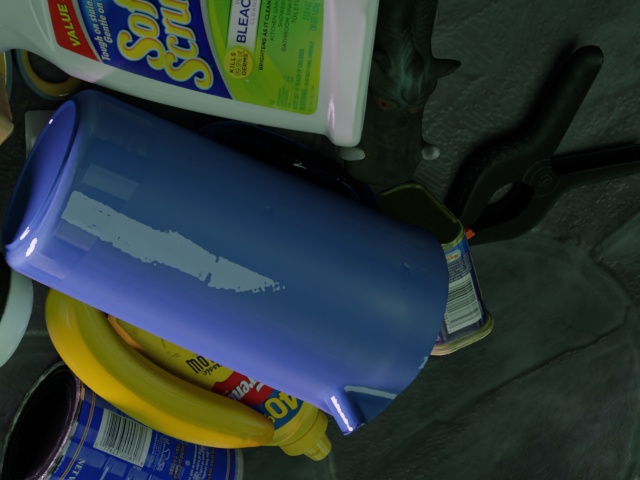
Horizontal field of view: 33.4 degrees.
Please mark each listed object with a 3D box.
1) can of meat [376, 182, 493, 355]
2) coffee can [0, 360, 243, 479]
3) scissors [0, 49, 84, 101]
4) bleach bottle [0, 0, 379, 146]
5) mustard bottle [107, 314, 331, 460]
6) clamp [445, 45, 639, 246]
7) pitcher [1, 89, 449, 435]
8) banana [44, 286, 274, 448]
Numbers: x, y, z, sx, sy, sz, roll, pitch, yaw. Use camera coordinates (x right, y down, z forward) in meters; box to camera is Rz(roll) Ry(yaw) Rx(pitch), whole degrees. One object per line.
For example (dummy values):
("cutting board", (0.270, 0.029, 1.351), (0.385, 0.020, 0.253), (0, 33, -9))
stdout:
("can of meat", (0.074, 0.017, 0.756), (0.057, 0.102, 0.084), (-23, 121, -7))
("coffee can", (-0.140, 0.159, 0.757), (0.140, 0.103, 0.103), (31, 104, -31))
("scissors", (-0.177, -0.160, 0.618), (0.096, 0.016, 0.202), (2, 117, -22))
("bleach bottle", (-0.096, -0.118, 0.585), (0.251, 0.068, 0.102), (7, 109, 3))
("mustard bottle", (-0.055, 0.090, 0.756), (0.096, 0.058, 0.191), (-31, 116, 19))
("clamp", (0.168, -0.050, 0.789), (0.171, 0.039, 0.120), (-43, 118, 13))
("pitcher", (-0.054, 0.001, 0.635), (0.242, 0.149, 0.145), (25, 95, -27))
("banana", (-0.115, 0.085, 0.699), (0.070, 0.037, 0.197), (-32, 116, 22))
